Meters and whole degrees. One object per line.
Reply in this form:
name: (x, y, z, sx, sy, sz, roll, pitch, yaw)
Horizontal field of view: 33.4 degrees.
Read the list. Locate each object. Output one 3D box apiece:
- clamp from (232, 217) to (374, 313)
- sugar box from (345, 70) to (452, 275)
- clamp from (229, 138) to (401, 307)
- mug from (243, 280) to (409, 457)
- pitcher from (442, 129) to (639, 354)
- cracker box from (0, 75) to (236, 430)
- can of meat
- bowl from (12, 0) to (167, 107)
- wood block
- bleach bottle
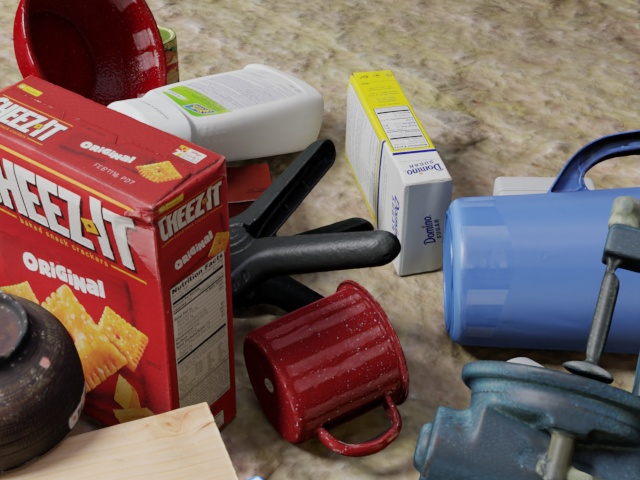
clamp: (-0.039, 0.017, 0.838, 0.171, 0.039, 0.120, 11, 39, 13)
sugar box: (0.063, -0.061, 0.898, 0.048, 0.093, 0.176, -9, 40, -12)
clamp: (-0.055, 0.001, 0.790, 0.210, 0.036, 0.164, -23, 34, 4)
mug: (0.006, 0.093, 0.708, 0.081, 0.093, 0.117, -23, 61, -21)
pitcher: (0.213, 0.011, 0.773, 0.243, 0.145, 0.149, 0, 36, 3)
cracker box: (-0.140, 0.023, 0.686, 0.164, 0.214, 0.072, 24, 43, 26)
can of meat: (-0.177, -0.149, 1.013, 0.057, 0.084, 0.101, 21, 42, 24)
bowl: (-0.202, -0.158, 0.895, 0.055, 0.162, 0.162, -12, 28, 34)
wood block: (-0.148, 0.175, 0.592, 0.205, 0.090, 0.091, -12, 40, -17)
bleach bottle: (-0.104, -0.102, 0.904, 0.103, 0.068, 0.250, 26, 24, 28)
